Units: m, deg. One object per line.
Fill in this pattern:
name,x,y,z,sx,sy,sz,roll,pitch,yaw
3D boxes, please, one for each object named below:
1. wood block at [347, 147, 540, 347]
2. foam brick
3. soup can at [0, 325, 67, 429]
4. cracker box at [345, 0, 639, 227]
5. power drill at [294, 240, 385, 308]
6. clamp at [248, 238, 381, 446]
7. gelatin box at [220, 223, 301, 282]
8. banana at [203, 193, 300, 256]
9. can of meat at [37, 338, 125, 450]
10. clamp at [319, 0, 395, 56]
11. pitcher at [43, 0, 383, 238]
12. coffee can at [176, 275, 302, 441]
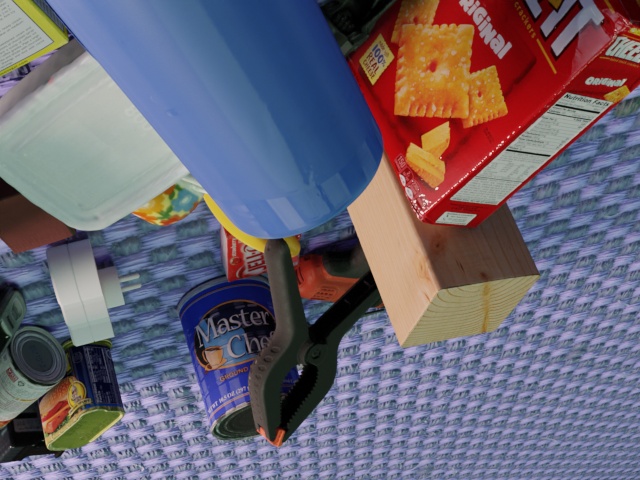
wood block,0.081,-0.032,0.851,0.090,0.206,0.091,-7,149,-23
foam brick,-0.227,-0.035,0.812,0.051,0.053,0.078,-20,151,0
soup can,-0.307,0.136,1.054,0.102,0.068,0.068,-37,148,29
cracker box,0.120,-0.134,0.736,0.071,0.164,0.214,2,146,-39
power drill,0.087,0.010,1.092,0.184,0.057,0.188,6,143,-40
clamp,-0.005,0.092,0.993,0.164,0.036,0.210,1,113,-39
gelatin box,-0.057,0.001,1.011,0.073,0.030,0.089,-13,152,-12
banana,-0.065,-0.041,0.898,0.070,0.037,0.198,1,146,10
can of meat,-0.254,0.162,1.116,0.057,0.084,0.102,10,140,-44
clamp,0.022,-0.154,0.736,0.120,0.039,0.172,-34,-178,-14
pitcher,-0.069,-0.118,0.597,0.145,0.149,0.242,-30,125,5
coffee can,-0.080,0.119,1.090,0.102,0.140,0.103,-15,152,-9
